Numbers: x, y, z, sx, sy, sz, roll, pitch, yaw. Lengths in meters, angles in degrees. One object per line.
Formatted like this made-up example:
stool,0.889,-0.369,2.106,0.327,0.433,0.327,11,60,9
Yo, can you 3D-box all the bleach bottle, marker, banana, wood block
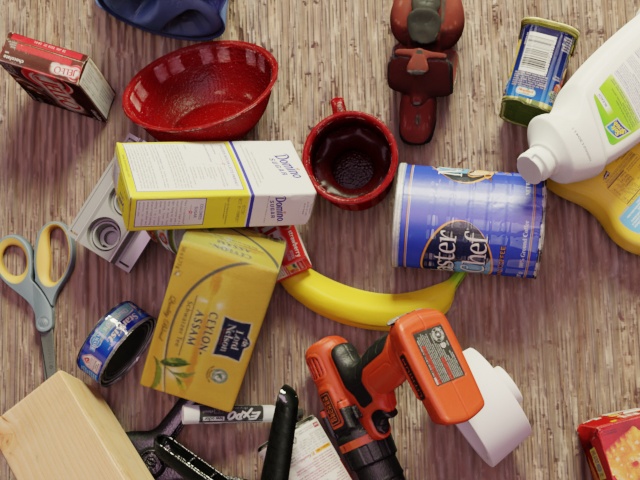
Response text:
bleach bottle,0.271,-0.135,1.003,0.250,0.068,0.102,-36,94,-26
marker,-0.076,0.172,1.057,0.121,0.020,0.020,2,81,-14
banana,0.047,0.057,1.073,0.198,0.037,0.069,3,59,5
wood block,-0.212,0.237,1.003,0.091,0.090,0.206,-39,64,-1

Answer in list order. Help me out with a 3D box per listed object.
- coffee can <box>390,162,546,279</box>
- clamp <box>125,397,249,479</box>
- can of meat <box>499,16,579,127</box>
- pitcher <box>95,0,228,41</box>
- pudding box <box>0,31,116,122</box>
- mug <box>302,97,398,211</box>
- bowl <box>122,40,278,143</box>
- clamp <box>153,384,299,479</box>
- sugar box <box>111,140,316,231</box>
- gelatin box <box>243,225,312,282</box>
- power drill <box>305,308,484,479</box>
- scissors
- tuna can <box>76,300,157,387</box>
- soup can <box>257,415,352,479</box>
coffee can,0.143,-0.019,1.036,0.140,0.103,0.103,5,82,7
clamp,-0.164,0.211,1.072,0.171,0.039,0.120,-14,70,1
can of meat,0.213,-0.162,1.051,0.057,0.102,0.084,17,86,9
pitcher,-0.149,-0.340,1.112,0.149,0.145,0.243,12,79,-4
pudding box,-0.268,-0.167,1.099,0.090,0.113,0.039,19,81,9
mug,0.029,-0.086,1.070,0.093,0.081,0.117,-16,81,4
bowl,-0.116,-0.138,1.084,0.162,0.055,0.162,-8,40,7
clamp,-0.051,0.245,1.001,0.165,0.036,0.210,-32,84,25
sugar box,-0.101,-0.053,1.005,0.176,0.048,0.093,0,38,-21
gelatin box,-0.057,0.001,1.078,0.073,0.030,0.089,-23,57,4
power drill,0.068,0.155,0.987,0.057,0.188,0.184,-18,77,-36
scissors,-0.305,0.077,1.118,0.096,0.016,0.202,7,83,9
tuna can,-0.203,0.103,1.067,0.034,0.086,0.086,35,87,11
soup can,-0.008,0.230,1.036,0.068,0.068,0.102,-32,79,1
